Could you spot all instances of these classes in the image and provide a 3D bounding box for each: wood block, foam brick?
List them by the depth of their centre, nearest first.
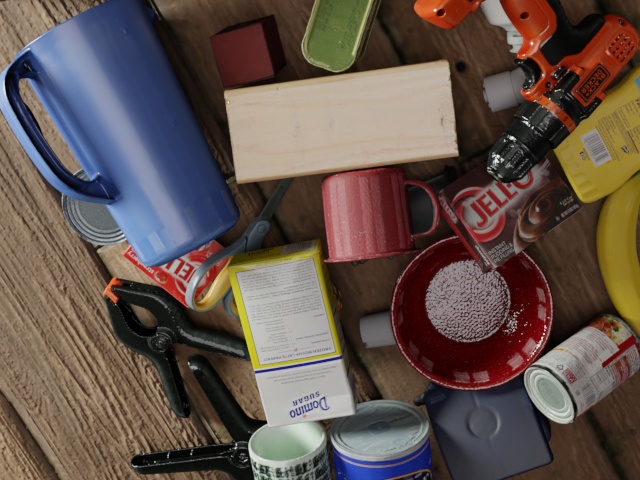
[{"bbox_3d":[0.022,-0.114,1.015,0.206,0.091,0.090,-7,100,6],"label":"wood block"},{"bbox_3d":[-0.068,-0.181,1.022,0.053,0.078,0.051,-12,106,10],"label":"foam brick"}]

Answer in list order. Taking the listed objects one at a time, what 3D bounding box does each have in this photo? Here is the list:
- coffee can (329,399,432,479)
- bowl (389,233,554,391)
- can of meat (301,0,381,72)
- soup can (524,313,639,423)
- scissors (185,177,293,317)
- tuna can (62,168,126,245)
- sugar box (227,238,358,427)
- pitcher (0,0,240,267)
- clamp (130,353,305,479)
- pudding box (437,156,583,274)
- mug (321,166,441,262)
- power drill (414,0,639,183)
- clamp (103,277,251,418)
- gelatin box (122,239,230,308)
[{"bbox_3d":[0.067,0.253,1.112,0.103,0.102,0.140,-3,113,8],"label":"coffee can"},{"bbox_3d":[0.150,0.067,1.075,0.162,0.055,0.162,1,100,3],"label":"bowl"},{"bbox_3d":[0.021,-0.211,0.999,0.057,0.084,0.102,18,108,1],"label":"can of meat"},{"bbox_3d":[0.260,0.127,1.053,0.102,0.069,0.068,-31,103,-24],"label":"soup can"},{"bbox_3d":[-0.057,0.001,1.101,0.201,0.016,0.096,-48,134,-4],"label":"scissors"},{"bbox_3d":[-0.221,-0.040,1.105,0.086,0.033,0.086,2,106,6],"label":"tuna can"},{"bbox_3d":[-0.026,0.093,1.059,0.093,0.048,0.176,-10,108,9],"label":"sugar box"},{"bbox_3d":[-0.184,-0.096,1.014,0.149,0.145,0.243,-27,97,7],"label":"pitcher"},{"bbox_3d":[-0.083,0.214,1.148,0.210,0.036,0.165,19,116,-7],"label":"clamp"},{"bbox_3d":[0.178,-0.035,1.021,0.113,0.039,0.090,-33,84,-17],"label":"pudding box"},{"bbox_3d":[0.056,-0.026,1.006,0.117,0.093,0.081,-6,92,22],"label":"mug"},{"bbox_3d":[0.171,-0.166,0.943,0.187,0.057,0.184,41,89,-25],"label":"power drill"},{"bbox_3d":[-0.168,0.112,1.142,0.171,0.039,0.120,36,104,-5],"label":"clamp"},{"bbox_3d":[-0.147,0.015,1.103,0.089,0.030,0.073,40,87,-5],"label":"gelatin box"}]
